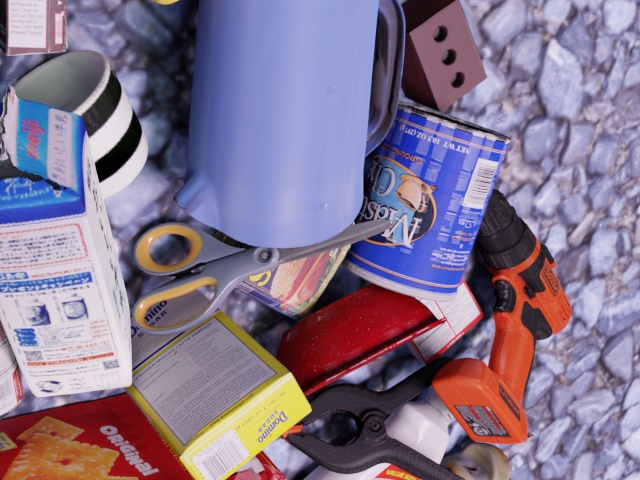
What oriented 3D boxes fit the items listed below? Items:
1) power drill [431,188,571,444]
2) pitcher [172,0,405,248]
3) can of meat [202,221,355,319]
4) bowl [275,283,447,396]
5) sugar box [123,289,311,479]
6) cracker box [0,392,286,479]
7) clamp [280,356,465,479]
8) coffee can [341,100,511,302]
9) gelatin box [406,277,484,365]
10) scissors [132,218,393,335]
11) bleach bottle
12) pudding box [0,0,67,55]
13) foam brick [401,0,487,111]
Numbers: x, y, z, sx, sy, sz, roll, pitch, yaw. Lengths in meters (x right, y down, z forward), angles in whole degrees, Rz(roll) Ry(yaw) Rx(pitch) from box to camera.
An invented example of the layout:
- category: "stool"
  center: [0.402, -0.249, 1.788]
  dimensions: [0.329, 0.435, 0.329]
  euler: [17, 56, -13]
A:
- category: "power drill"
  center: [0.159, 0.070, 0.947]
  dimensions: [0.184, 0.057, 0.187]
  euler: [52, 49, -34]
- category: "pitcher"
  center: [-0.016, -0.127, 0.718]
  dimensions: [0.145, 0.149, 0.243]
  euler: [10, 131, 3]
- category: "can of meat"
  center: [-0.031, 0.003, 0.851]
  dimensions: [0.083, 0.058, 0.102]
  euler: [31, 91, -39]
- category: "bowl"
  center: [0.022, 0.080, 0.881]
  dimensions: [0.162, 0.162, 0.055]
  euler: [-26, 82, -21]
- category: "sugar box"
  center: [-0.091, 0.099, 0.778]
  dimensions: [0.093, 0.176, 0.048]
  euler: [-36, 122, -14]
- category: "cracker box"
  center: [-0.154, 0.183, 0.781]
  dimensions: [0.213, 0.164, 0.072]
  euler: [-10, 116, -28]
- category: "clamp"
  center: [0.051, 0.156, 0.947]
  dimensions: [0.171, 0.039, 0.120]
  euler: [8, 67, -6]
- category: "coffee can"
  center: [0.085, -0.033, 0.877]
  dimensions: [0.102, 0.103, 0.140]
  euler: [10, 104, -34]
- category: "gelatin box"
  center: [0.099, 0.059, 0.970]
  dimensions: [0.073, 0.030, 0.089]
  euler: [-40, 125, -10]
- category: "scissors"
  center: [-0.055, 0.001, 0.795]
  dimensions: [0.202, 0.096, 0.016]
  euler: [-30, 155, 0]
- category: "bleach bottle"
  center: [0.031, 0.229, 0.980]
  dimensions: [0.250, 0.068, 0.102]
  euler: [-46, 126, -11]
- category: "pudding box"
  center: [-0.184, -0.166, 0.650]
  dimensions: [0.039, 0.114, 0.090]
  euler: [-5, 111, -27]
- category: "foam brick"
  center: [0.090, -0.153, 0.862]
  dimensions: [0.053, 0.051, 0.078]
  euler: [-37, 124, -13]
